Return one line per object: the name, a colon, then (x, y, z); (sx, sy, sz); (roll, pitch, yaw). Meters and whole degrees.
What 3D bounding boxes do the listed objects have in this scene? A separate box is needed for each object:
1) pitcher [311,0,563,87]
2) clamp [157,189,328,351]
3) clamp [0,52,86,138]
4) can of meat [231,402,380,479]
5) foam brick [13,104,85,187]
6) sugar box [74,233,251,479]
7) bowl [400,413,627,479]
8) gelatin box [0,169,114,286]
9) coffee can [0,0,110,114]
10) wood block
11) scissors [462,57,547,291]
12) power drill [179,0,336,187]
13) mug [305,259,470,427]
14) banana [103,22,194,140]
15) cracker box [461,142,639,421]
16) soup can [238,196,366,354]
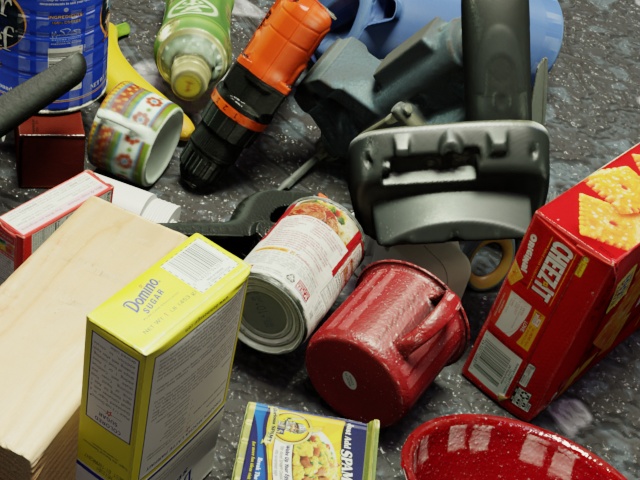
pitcher: (0.110, -0.221, 1.063); (0.242, 0.145, 0.149); (6, 57, -27)
clamp: (-0.055, 0.001, 0.815); (0.120, 0.039, 0.171); (42, 39, -1)
clamp: (-0.266, -0.070, 0.763); (0.164, 0.036, 0.210); (10, 73, -2)
can of meat: (-0.012, 0.150, 0.646); (0.084, 0.057, 0.102); (11, 38, -1)
foam brick: (-0.222, -0.087, 0.869); (0.053, 0.051, 0.078); (-1, 41, -17)
sugar box: (-0.092, 0.090, 0.598); (0.048, 0.176, 0.093); (32, 42, 17)
bowl: (0.119, 0.172, 0.642); (0.162, 0.055, 0.162); (13, 22, -6)
gelatin box: (-0.189, 0.000, 0.758); (0.030, 0.073, 0.089); (31, 42, 19)
coffee can: (-0.215, -0.185, 0.834); (0.102, 0.140, 0.103); (7, 39, -6)
wood block: (-0.162, 0.074, 0.664); (0.090, 0.091, 0.205); (23, 39, 9)
scissors: (0.144, -0.037, 0.824); (0.096, 0.202, 0.016); (-20, 34, -4)
power drill: (-0.050, -0.141, 0.926); (0.057, 0.185, 0.187); (36, 20, -10)
mug: (0.049, 0.069, 0.721); (0.093, 0.117, 0.081); (51, 49, -6)
banana: (-0.178, -0.154, 0.974); (0.069, 0.037, 0.198); (-9, 45, -26)
cracker box: (0.214, 0.019, 0.787); (0.072, 0.164, 0.213); (39, 45, 25)
soup can: (-0.018, 0.024, 0.745); (0.068, 0.069, 0.102); (25, 41, 12)
